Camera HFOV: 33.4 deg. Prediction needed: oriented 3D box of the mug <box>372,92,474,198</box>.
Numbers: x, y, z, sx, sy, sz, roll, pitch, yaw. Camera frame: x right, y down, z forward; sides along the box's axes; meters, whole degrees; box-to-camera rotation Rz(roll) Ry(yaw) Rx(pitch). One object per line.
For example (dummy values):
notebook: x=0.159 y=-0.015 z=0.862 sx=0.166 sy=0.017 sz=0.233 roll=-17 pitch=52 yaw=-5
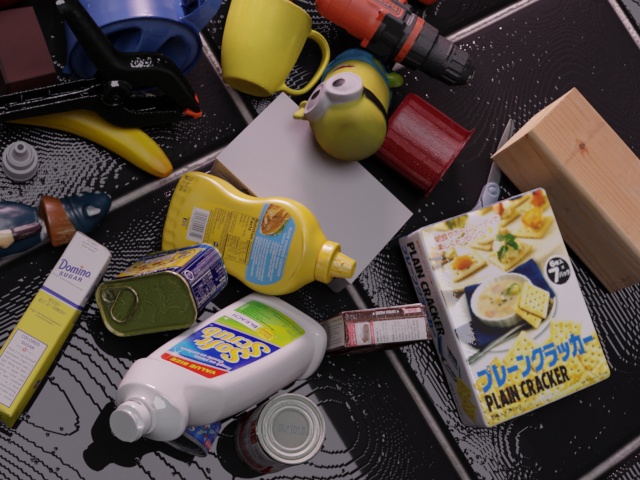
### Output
mug: x=0.111 y=-0.111 z=1.164 sx=0.081 sy=0.093 sz=0.117 roll=36 pitch=37 yaw=1

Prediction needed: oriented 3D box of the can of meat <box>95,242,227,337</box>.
can of meat: x=-0.148 y=0.045 z=1.017 sx=0.083 sy=0.102 sz=0.057 roll=-48 pitch=124 yaw=-61

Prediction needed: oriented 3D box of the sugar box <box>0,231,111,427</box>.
sugar box: x=-0.257 y=0.084 z=0.993 sx=0.048 sy=0.093 sz=0.176 roll=33 pitch=69 yaw=-6

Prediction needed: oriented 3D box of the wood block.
wood block: x=0.303 y=-0.054 z=1.186 sx=0.090 sy=0.090 sz=0.206 roll=-42 pitch=92 yaw=-26

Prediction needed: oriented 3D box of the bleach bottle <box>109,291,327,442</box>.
bleach bottle: x=-0.095 y=0.122 z=0.963 sx=0.103 sy=0.068 sz=0.250 roll=31 pitch=27 yaw=17

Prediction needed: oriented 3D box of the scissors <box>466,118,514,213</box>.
scissors: x=0.204 y=-0.037 z=1.201 sx=0.096 sy=0.016 sz=0.201 roll=38 pitch=68 yaw=-5

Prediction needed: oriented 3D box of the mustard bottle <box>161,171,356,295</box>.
mustard bottle: x=-0.057 y=0.001 z=1.049 sx=0.192 sy=0.058 sz=0.096 roll=17 pitch=96 yaw=15

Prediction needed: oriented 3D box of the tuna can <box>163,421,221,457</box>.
tuna can: x=-0.137 y=0.169 z=1.006 sx=0.086 sy=0.086 sz=0.033 roll=31 pitch=67 yaw=-5

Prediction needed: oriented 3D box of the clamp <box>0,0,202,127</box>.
clamp: x=-0.200 y=-0.158 z=1.018 sx=0.209 sy=0.165 sz=0.036 roll=6 pitch=51 yaw=-35

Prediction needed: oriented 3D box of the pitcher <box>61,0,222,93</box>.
pitcher: x=-0.197 y=-0.286 z=1.084 sx=0.149 sy=0.145 sz=0.243 roll=-5 pitch=68 yaw=-21

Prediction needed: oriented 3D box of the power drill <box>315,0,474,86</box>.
power drill: x=0.095 y=-0.257 z=1.167 sx=0.184 sy=0.057 sz=0.187 roll=30 pitch=37 yaw=-8

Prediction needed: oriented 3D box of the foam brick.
foam brick: x=-0.305 y=-0.188 z=1.079 sx=0.051 sy=0.053 sz=0.078 roll=-18 pitch=81 yaw=-20

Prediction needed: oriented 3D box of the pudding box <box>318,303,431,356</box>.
pudding box: x=0.048 y=0.092 z=1.067 sx=0.090 sy=0.114 sz=0.039 roll=-5 pitch=79 yaw=-17

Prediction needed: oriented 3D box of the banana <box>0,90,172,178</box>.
banana: x=-0.243 y=-0.113 z=1.079 sx=0.197 sy=0.037 sz=0.069 roll=14 pitch=58 yaw=-19

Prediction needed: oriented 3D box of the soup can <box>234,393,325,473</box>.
soup can: x=-0.040 y=0.185 z=1.020 sx=0.068 sy=0.102 sz=0.068 roll=4 pitch=73 yaw=-15
